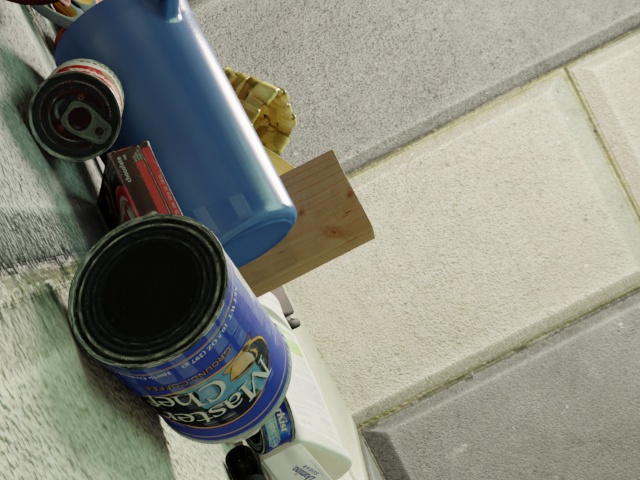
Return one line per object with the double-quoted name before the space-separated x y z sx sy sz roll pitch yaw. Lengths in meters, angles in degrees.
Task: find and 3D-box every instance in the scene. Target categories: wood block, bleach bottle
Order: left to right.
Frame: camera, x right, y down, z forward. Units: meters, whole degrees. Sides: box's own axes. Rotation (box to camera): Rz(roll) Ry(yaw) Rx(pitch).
"wood block" -0.057 0.001 1.074 0.090 0.206 0.091 63 1 9
"bleach bottle" -0.046 0.142 1.156 0.102 0.068 0.251 36 25 -43

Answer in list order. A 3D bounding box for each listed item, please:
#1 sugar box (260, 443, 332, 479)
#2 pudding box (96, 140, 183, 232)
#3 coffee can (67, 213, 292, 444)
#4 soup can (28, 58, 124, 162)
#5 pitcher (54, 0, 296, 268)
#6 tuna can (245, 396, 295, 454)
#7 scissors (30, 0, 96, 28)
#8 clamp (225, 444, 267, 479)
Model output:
"sugar box" 0.008 0.267 0.897 0.093 0.048 0.176 34 -37 62
"pudding box" -0.141 -0.015 0.846 0.090 0.039 0.114 64 -20 11
"coffee can" -0.086 0.061 0.690 0.103 0.103 0.140 63 0 32
"soup can" -0.189 -0.104 0.836 0.068 0.068 0.102 63 0 -17
"pitcher" -0.128 -0.088 0.948 0.243 0.145 0.149 59 -3 14
"tuna can" -0.059 0.158 1.010 0.086 0.033 0.086 49 -29 38
"scissors" -0.216 -0.210 1.079 0.201 0.016 0.096 36 35 -16
"clamp" -0.021 0.255 0.810 0.164 0.036 0.210 114 -49 -80
